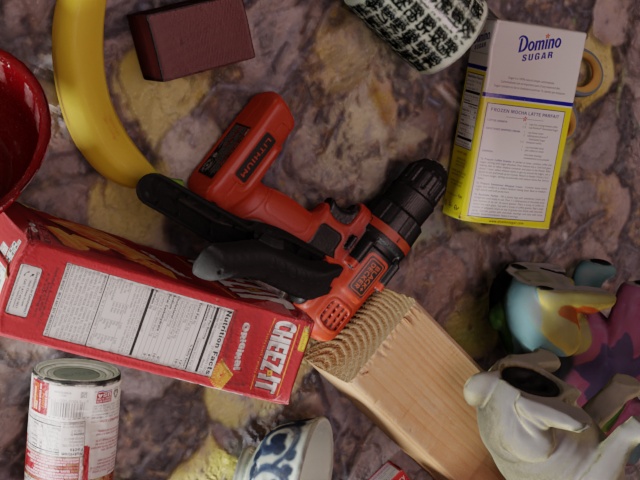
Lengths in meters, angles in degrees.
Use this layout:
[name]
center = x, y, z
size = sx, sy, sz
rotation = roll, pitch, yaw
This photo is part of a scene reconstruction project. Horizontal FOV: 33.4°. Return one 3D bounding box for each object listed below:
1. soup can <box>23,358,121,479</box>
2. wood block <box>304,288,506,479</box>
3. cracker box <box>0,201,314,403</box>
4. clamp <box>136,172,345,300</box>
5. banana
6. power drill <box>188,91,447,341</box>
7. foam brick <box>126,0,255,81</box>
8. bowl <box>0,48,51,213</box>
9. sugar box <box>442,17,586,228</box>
[soup can]
center = -0.189, 0.147, 0.810
size = 0.068, 0.069, 0.102
rotation = 3, 98, -26
[wood block]
center = 0.096, 0.140, 0.934
size = 0.090, 0.090, 0.206
rotation = -49, 115, -11
[cracker box]
center = -0.134, 0.039, 0.762
size = 0.213, 0.164, 0.072
rotation = 18, 94, -27
[clamp]
center = -0.055, 0.001, 0.781
size = 0.039, 0.120, 0.171
rotation = -51, 143, 15
[banana]
center = -0.163, -0.119, 0.789
size = 0.069, 0.037, 0.198
rotation = -21, 107, -21
[power drill]
center = 0.001, -0.034, 0.872
size = 0.187, 0.057, 0.184
rotation = 42, 81, -26
[foam brick]
center = -0.097, -0.154, 0.805
size = 0.078, 0.053, 0.051
rotation = -19, 107, -22
[bowl]
center = -0.258, -0.058, 0.718
size = 0.162, 0.055, 0.162
rotation = 1, 61, -2
[sugar box]
center = 0.169, -0.102, 0.938
size = 0.093, 0.048, 0.176
rotation = 4, 101, -21
